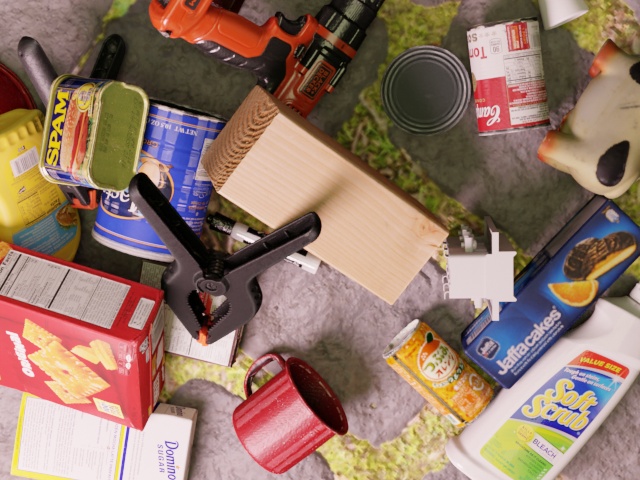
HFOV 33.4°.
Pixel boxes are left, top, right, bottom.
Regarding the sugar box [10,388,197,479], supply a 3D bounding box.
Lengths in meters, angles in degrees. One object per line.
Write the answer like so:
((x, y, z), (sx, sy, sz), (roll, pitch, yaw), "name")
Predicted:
((-0.220, 0.205, 1.090), (0.176, 0.048, 0.093), (10, 99, -1), "sugar box")

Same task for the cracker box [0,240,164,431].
((-0.257, 0.088, 1.012), (0.214, 0.072, 0.164), (16, 142, 5), "cracker box")

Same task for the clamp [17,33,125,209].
((-0.225, -0.119, 1.023), (0.039, 0.120, 0.171), (12, 116, 42), "clamp")

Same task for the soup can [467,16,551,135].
((0.176, -0.153, 0.999), (0.068, 0.068, 0.102), (-7, 97, 5), "soup can")

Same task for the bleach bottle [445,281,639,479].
((0.238, 0.140, 1.041), (0.102, 0.068, 0.251), (37, 97, -3), "bleach bottle")

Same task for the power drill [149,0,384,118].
((-0.046, -0.207, 0.974), (0.187, 0.057, 0.184), (30, 98, -31), "power drill")

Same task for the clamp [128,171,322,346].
((-0.085, 0.027, 0.956), (0.164, 0.036, 0.210), (9, 139, 4), "clamp")

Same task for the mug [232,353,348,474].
((-0.038, 0.167, 1.056), (0.081, 0.093, 0.117), (-39, 63, 13), "mug")

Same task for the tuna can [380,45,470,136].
((0.100, -0.143, 1.022), (0.086, 0.033, 0.086), (1, 98, 4), "tuna can")

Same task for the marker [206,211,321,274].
((-0.057, 0.001, 1.062), (0.121, 0.020, 0.020), (24, 99, 0), "marker")

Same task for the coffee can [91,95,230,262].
((-0.152, -0.060, 1.017), (0.103, 0.103, 0.140), (15, 99, 1), "coffee can")

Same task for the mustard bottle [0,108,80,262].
((-0.281, -0.024, 1.032), (0.058, 0.096, 0.191), (6, 124, 35), "mustard bottle")

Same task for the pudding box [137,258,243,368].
((-0.131, 0.070, 1.068), (0.113, 0.039, 0.090), (14, 100, 4), "pudding box")

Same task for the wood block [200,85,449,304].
((0.004, -0.041, 0.978), (0.205, 0.090, 0.091), (33, 100, -26), "wood block")

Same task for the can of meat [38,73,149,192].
((-0.203, -0.096, 0.959), (0.084, 0.057, 0.102), (13, 93, 46), "can of meat")
